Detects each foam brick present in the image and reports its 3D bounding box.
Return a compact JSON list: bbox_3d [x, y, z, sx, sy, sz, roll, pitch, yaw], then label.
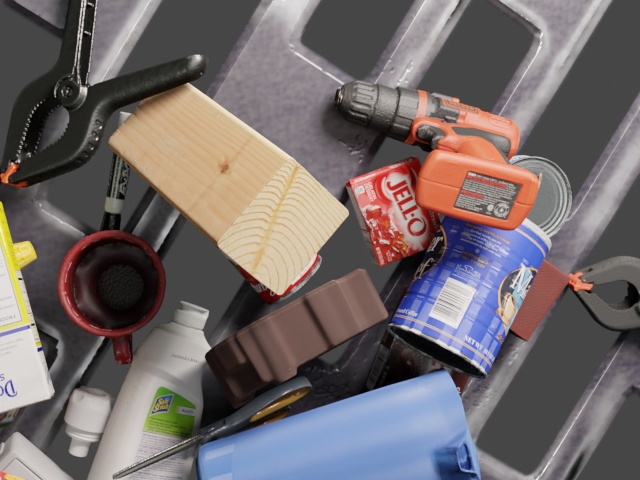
[{"bbox_3d":[0.199,0.051,1.065,0.053,0.051,0.078,36,90,-13],"label":"foam brick"}]

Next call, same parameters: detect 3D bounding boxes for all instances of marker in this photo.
[{"bbox_3d":[-0.186,-0.058,0.987,0.020,0.020,0.121,9,96,-13],"label":"marker"}]

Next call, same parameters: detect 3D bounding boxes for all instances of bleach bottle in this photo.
[{"bbox_3d":[-0.153,0.182,1.003,0.102,0.068,0.251,21,88,-46],"label":"bleach bottle"}]

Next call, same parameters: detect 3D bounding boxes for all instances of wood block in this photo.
[{"bbox_3d":[-0.084,-0.054,0.904,0.091,0.206,0.090,-50,134,-1],"label":"wood block"}]

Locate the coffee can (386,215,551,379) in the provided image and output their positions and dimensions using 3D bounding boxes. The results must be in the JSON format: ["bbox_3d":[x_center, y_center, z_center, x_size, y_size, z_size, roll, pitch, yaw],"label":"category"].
[{"bbox_3d":[0.138,0.043,0.992,0.102,0.103,0.140,31,79,-14],"label":"coffee can"}]

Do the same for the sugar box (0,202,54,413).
[{"bbox_3d":[-0.294,0.061,0.902,0.093,0.048,0.176,-15,92,-8],"label":"sugar box"}]

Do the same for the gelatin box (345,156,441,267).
[{"bbox_3d":[0.073,-0.028,1.038,0.073,0.030,0.089,-21,103,-9],"label":"gelatin box"}]

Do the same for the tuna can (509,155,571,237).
[{"bbox_3d":[0.203,-0.042,1.061,0.086,0.034,0.086,-2,99,-11],"label":"tuna can"}]

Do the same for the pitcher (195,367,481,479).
[{"bbox_3d":[0.016,0.207,0.964,0.242,0.145,0.149,-14,136,-4],"label":"pitcher"}]

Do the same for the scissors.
[{"bbox_3d":[-0.098,0.183,0.997,0.201,0.096,0.016,-26,69,-16],"label":"scissors"}]

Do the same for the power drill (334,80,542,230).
[{"bbox_3d":[0.108,-0.085,0.959,0.184,0.187,0.057,12,117,-11],"label":"power drill"}]

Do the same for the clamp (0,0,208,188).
[{"bbox_3d":[-0.203,-0.125,0.935,0.165,0.036,0.210,36,96,22],"label":"clamp"}]

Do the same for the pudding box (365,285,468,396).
[{"bbox_3d":[0.106,0.112,1.061,0.090,0.039,0.113,22,93,-14],"label":"pudding box"}]

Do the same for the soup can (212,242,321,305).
[{"bbox_3d":[-0.057,0.001,0.997,0.068,0.068,0.102,-42,104,-3],"label":"soup can"}]

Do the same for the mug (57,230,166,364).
[{"bbox_3d":[-0.181,0.053,0.960,0.093,0.081,0.117,-10,85,-5],"label":"mug"}]
